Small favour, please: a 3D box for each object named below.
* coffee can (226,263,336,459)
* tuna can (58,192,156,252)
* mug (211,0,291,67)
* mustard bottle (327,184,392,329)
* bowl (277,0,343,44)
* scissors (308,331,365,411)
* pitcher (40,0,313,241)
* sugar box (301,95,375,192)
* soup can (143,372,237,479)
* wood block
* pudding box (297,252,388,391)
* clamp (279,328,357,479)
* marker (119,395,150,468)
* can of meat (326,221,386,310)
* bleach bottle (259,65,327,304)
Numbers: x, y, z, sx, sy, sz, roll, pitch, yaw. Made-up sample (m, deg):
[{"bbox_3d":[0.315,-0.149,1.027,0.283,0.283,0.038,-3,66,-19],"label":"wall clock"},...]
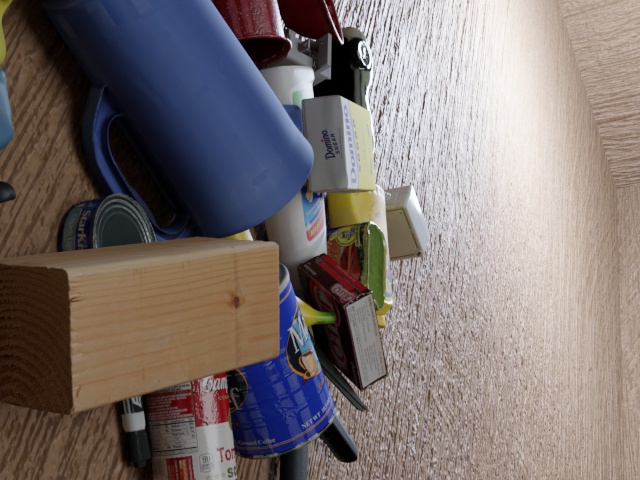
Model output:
[{"bbox_3d":[-0.055,0.103,0.928,0.102,0.103,0.140,-55,131,-58],"label":"coffee can"},{"bbox_3d":[-0.160,0.009,0.812,0.086,0.034,0.086,-10,90,-67],"label":"tuna can"},{"bbox_3d":[-0.091,-0.214,1.015,0.117,0.093,0.081,-7,81,-30],"label":"mug"},{"bbox_3d":[0.049,0.029,1.254,0.096,0.058,0.191,20,62,-62],"label":"mustard bottle"},{"bbox_3d":[-0.025,-0.287,1.187,0.162,0.055,0.162,-18,90,-82],"label":"bowl"},{"bbox_3d":[-0.031,0.098,1.020,0.096,0.016,0.202,-33,94,-49],"label":"scissors"},{"bbox_3d":[-0.121,-0.119,0.859,0.242,0.145,0.149,57,20,-35],"label":"pitcher"},{"bbox_3d":[0.022,-0.096,1.105,0.176,0.048,0.093,-16,101,-80],"label":"sugar box"},{"bbox_3d":[-0.104,0.145,0.843,0.068,0.069,0.102,6,75,-66],"label":"soup can"},{"bbox_3d":[-0.125,0.051,0.739,0.205,0.090,0.091,-7,98,-55],"label":"wood block"},{"bbox_3d":[0.022,0.080,1.057,0.090,0.039,0.113,40,-28,50],"label":"pudding box"},{"bbox_3d":[-0.023,0.159,1.060,0.164,0.036,0.210,-38,114,-65],"label":"clamp"},{"bbox_3d":[-0.147,0.114,0.819,0.020,0.020,0.121,-1,81,-66],"label":"marker"},{"bbox_3d":[0.024,0.033,1.161,0.057,0.084,0.102,45,42,-53],"label":"can of meat"},{"bbox_3d":[-0.029,-0.051,1.106,0.102,0.068,0.251,-24,105,-69],"label":"bleach bottle"}]
